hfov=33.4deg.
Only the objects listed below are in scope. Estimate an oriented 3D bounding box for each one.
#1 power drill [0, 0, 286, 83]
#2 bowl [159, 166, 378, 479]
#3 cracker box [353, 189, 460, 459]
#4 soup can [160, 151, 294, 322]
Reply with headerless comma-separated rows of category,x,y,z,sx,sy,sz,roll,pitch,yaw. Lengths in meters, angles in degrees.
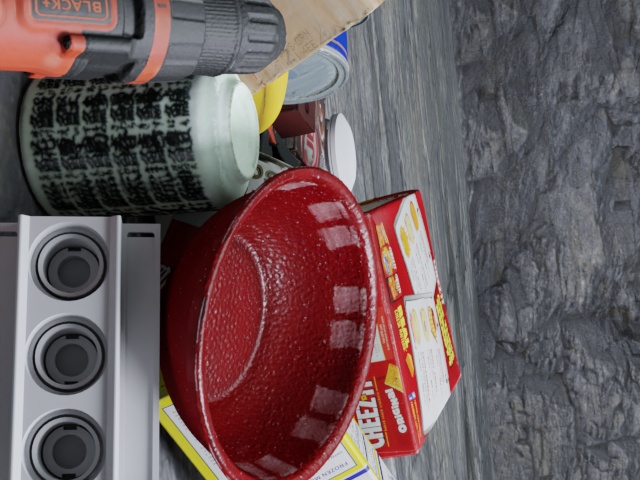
power drill,-0.101,-0.160,0.462,0.184,0.057,0.187,-4,83,-39
bowl,-0.032,0.042,0.533,0.161,0.055,0.162,-16,109,-56
cracker box,0.044,0.055,0.799,0.213,0.072,0.164,-26,104,-74
soup can,-0.054,0.001,0.604,0.102,0.068,0.068,-69,163,-4
